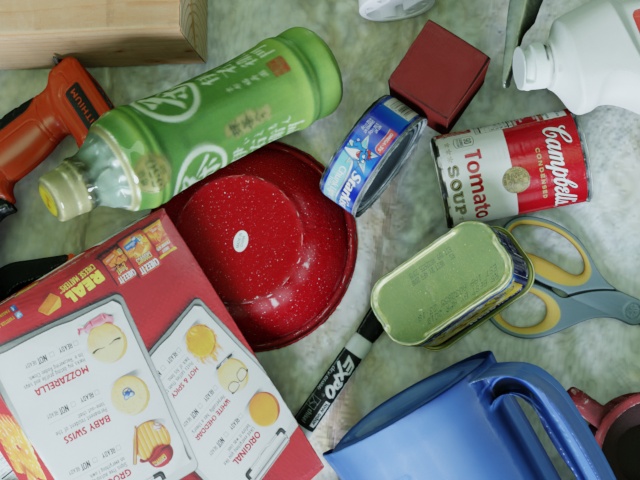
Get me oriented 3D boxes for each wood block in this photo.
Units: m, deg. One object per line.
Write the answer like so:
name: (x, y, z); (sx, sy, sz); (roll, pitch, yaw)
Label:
wood block: (-0.193, -0.181, 0.786); (0.206, 0.090, 0.091); (-1, 84, 6)

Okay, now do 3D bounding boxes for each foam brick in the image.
foam brick: (0.083, -0.113, 0.756); (0.051, 0.078, 0.053); (35, 89, 6)

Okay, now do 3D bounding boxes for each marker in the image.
marker: (0.014, 0.097, 0.774); (0.020, 0.020, 0.121); (35, 89, 8)

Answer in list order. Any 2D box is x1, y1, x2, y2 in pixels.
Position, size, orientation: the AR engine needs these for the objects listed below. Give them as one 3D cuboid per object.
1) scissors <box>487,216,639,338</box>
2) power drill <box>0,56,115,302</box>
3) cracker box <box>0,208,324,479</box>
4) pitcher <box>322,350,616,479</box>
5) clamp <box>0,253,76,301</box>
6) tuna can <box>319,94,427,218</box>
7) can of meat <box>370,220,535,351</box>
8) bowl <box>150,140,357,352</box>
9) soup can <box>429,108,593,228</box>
scissors: (0.203, 0.061, 0.759); (0.202, 0.016, 0.096); (38, 91, 8)
power drill: (-0.220, -0.032, 0.776); (0.187, 0.057, 0.184); (-33, 70, -1)
cracker box: (-0.122, 0.112, 0.704); (0.164, 0.072, 0.213); (-36, 98, -34)
pitcher: (0.123, 0.199, 0.696); (0.145, 0.149, 0.243); (-32, 86, -7)
clamp: (-0.236, 0.081, 0.792); (0.171, 0.039, 0.120); (-34, 82, 3)
tuna can: (0.037, -0.060, 0.752); (0.034, 0.086, 0.086); (36, 89, 9)
can of meat: (0.090, 0.032, 0.729); (0.102, 0.083, 0.057); (-36, 75, 13)
bowl: (-0.055, 0.001, 0.773); (0.162, 0.055, 0.162); (0, 85, 6)
soup can: (0.133, -0.050, 0.750); (0.102, 0.068, 0.068); (-11, 84, 5)
